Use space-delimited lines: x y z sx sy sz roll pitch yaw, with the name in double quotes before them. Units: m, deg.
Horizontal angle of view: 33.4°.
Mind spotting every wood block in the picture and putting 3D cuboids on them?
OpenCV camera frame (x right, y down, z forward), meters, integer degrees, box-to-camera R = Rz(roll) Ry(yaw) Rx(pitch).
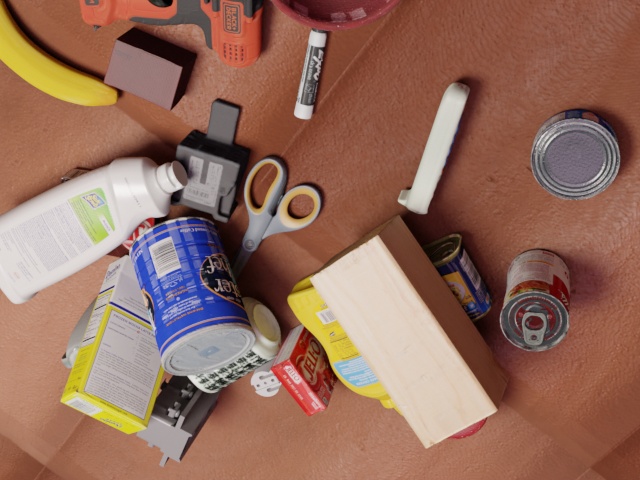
"wood block" 0.091 0.090 1.078 0.090 0.090 0.206 -33 93 22

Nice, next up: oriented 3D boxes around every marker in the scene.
"marker" -0.007 -0.183 1.089 0.020 0.020 0.121 15 117 7

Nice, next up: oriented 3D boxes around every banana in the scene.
"banana" -0.306 -0.203 1.144 0.070 0.037 0.197 -39 101 27

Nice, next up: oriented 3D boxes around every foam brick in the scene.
"foam brick" -0.177 -0.180 1.115 0.078 0.051 0.053 24 117 2

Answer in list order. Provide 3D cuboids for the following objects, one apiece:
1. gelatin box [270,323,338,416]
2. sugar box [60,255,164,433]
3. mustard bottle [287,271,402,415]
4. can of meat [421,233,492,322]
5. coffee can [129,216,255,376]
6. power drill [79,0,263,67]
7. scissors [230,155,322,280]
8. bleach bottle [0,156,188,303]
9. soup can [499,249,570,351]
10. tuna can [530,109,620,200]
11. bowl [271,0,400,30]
"gelatin box" -0.014 0.145 1.207 0.030 0.089 0.073 -30 105 25
"sugar box" -0.215 0.115 1.187 0.093 0.176 0.048 34 141 -28
"mustard bottle" 0.050 0.117 1.195 0.096 0.058 0.191 -25 107 26
"can of meat" 0.124 0.053 1.147 0.102 0.057 0.084 -24 109 23
"coffee can" -0.139 0.060 1.149 0.103 0.102 0.140 -36 60 26
"power drill" -0.145 -0.262 1.041 0.188 0.057 0.184 12 134 10
"scissors" -0.058 0.001 1.192 0.096 0.016 0.202 17 118 6
"bleach bottle" -0.251 -0.019 1.159 0.251 0.068 0.102 -22 110 21
"soup can" 0.222 0.059 1.099 0.068 0.102 0.068 6 116 11
"tuna can" 0.253 -0.086 1.061 0.086 0.033 0.086 6 116 12
"bowl" 0.013 -0.282 1.001 0.162 0.055 0.162 -3 116 -6
